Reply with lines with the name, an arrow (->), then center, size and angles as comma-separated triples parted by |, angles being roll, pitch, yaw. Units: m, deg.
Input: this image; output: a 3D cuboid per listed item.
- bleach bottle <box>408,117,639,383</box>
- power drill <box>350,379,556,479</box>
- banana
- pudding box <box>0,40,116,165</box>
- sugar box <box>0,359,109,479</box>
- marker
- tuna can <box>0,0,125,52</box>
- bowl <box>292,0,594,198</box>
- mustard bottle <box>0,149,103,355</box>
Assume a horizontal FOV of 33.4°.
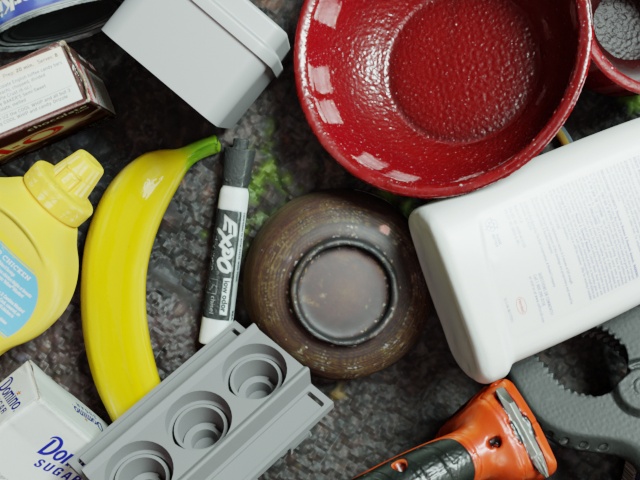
bleach bottle -> 0.180, -0.015, 0.576 | 0.250, 0.068, 0.102 | -20, 97, -7
power drill -> 0.022, 0.149, 0.577 | 0.187, 0.185, 0.057 | -24, 78, -19
banana -> -0.104, 0.033, 0.612 | 0.069, 0.037, 0.198 | 8, 93, 0
pudding box -> -0.174, -0.065, 0.578 | 0.113, 0.090, 0.039 | -25, 93, -1
sugar box -> -0.198, 0.155, 0.596 | 0.176, 0.048, 0.093 | -39, 126, -2
marker -> -0.054, 0.001, 0.621 | 0.020, 0.020, 0.121 | 8, 93, -3
tuna can -> -0.143, -0.132, 0.578 | 0.086, 0.086, 0.034 | -18, 92, -1
bowl -> 0.069, -0.100, 0.575 | 0.162, 0.055, 0.162 | -2, 85, 23
mustard bottle -> -0.193, 0.022, 0.590 | 0.192, 0.058, 0.096 | -44, 92, 6
